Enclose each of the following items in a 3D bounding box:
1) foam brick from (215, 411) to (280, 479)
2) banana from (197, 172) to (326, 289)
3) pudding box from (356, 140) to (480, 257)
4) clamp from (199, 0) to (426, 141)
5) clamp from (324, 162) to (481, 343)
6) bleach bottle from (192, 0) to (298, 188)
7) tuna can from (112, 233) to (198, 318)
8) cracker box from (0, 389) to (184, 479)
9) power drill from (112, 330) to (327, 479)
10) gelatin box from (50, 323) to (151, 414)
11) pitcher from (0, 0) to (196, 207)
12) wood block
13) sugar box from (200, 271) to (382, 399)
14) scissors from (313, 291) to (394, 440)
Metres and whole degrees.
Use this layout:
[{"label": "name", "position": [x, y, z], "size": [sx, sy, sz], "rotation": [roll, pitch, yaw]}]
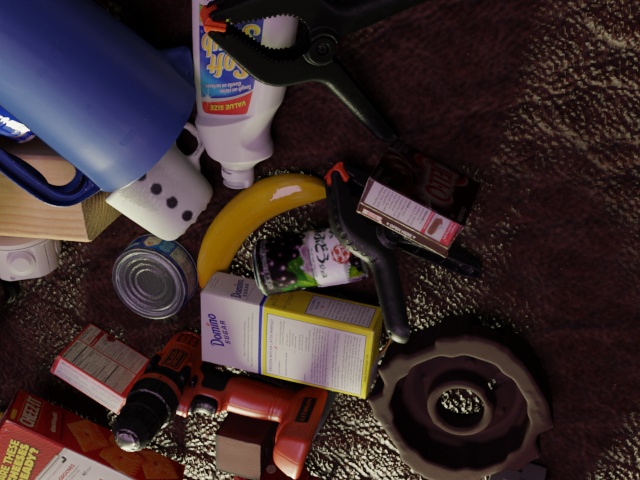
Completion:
[{"label": "foam brick", "position": [-0.075, 0.208, 1.138], "size": [0.051, 0.078, 0.053], "rotation": [10, 121, 14]}, {"label": "banana", "position": [-0.065, -0.015, 1.043], "size": [0.198, 0.037, 0.069], "rotation": [-32, 102, 30]}, {"label": "pudding box", "position": [0.087, -0.039, 0.933], "size": [0.090, 0.113, 0.039], "rotation": [27, 119, 4]}, {"label": "clamp", "position": [0.001, -0.159, 0.900], "size": [0.209, 0.036, 0.165], "rotation": [1, 124, -16]}, {"label": "clamp", "position": [0.058, 0.008, 0.973], "size": [0.171, 0.120, 0.039], "rotation": [42, 144, -1]}, {"label": "bleach bottle", "position": [-0.064, -0.162, 0.952], "size": [0.103, 0.068, 0.251], "rotation": [16, 122, 20]}, {"label": "tuna can", "position": [-0.172, 0.038, 1.110], "size": [0.086, 0.033, 0.086], "rotation": [8, 118, 15]}, {"label": "cracker box", "position": [-0.287, 0.286, 1.214], "size": [0.213, 0.072, 0.164], "rotation": [29, 111, -14]}, {"label": "power drill", "position": [-0.097, 0.171, 1.067], "size": [0.187, 0.184, 0.057], "rotation": [20, 120, 5]}, {"label": "gelatin box", "position": [-0.236, 0.138, 1.161], "size": [0.089, 0.073, 0.030], "rotation": [31, 122, 2]}, {"label": "pitcher", "position": [-0.239, -0.150, 0.904], "size": [0.145, 0.149, 0.242], "rotation": [-22, 133, 37]}, {"label": "wood block", "position": [-0.310, -0.062, 1.073], "size": [0.206, 0.090, 0.090], "rotation": [4, 117, 17]}, {"label": "sugar box", "position": [-0.030, 0.093, 1.058], "size": [0.176, 0.048, 0.093], "rotation": [14, 127, 13]}, {"label": "scissors", "position": [0.004, 0.129, 1.105], "size": [0.096, 0.016, 0.202], "rotation": [38, 122, -2]}]
